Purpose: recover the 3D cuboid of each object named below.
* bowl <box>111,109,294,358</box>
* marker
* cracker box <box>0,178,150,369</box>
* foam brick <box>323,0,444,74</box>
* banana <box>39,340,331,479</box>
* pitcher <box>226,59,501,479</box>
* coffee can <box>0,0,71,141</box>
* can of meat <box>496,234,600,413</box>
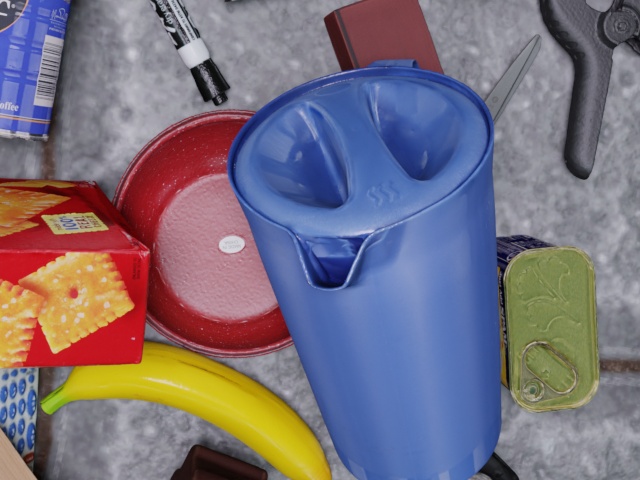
[{"bbox_3d":[-0.054,0.001,0.659,0.162,0.055,0.162,0,99,-2],"label":"bowl"},{"bbox_3d":[-0.091,-0.139,0.663,0.020,0.020,0.121,-30,100,-3],"label":"marker"},{"bbox_3d":[-0.212,0.010,0.567,0.213,0.164,0.072,2,105,-21],"label":"cracker box"},{"bbox_3d":[0.041,-0.114,0.667,0.051,0.053,0.078,-22,101,-4],"label":"foam brick"},{"bbox_3d":[-0.076,0.107,0.691,0.197,0.037,0.070,19,124,-7],"label":"banana"},{"bbox_3d":[0.043,0.027,0.608,0.149,0.145,0.243,-30,134,-17],"label":"pitcher"},{"bbox_3d":[-0.194,-0.135,0.607,0.102,0.103,0.140,11,96,-9],"label":"coffee can"},{"bbox_3d":[0.135,0.049,0.684,0.057,0.084,0.102,-6,98,-7],"label":"can of meat"}]
